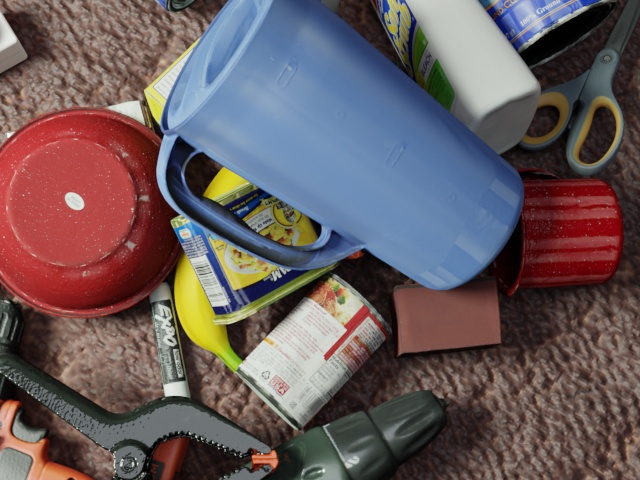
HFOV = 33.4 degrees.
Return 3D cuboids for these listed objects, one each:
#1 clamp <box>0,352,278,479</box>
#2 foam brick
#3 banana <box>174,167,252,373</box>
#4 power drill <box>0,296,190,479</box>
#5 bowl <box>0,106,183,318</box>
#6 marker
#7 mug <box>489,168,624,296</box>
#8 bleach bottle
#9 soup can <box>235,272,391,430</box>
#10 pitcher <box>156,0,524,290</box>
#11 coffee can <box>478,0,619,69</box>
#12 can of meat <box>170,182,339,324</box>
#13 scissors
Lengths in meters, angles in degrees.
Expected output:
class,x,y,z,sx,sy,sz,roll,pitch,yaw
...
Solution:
class,x,y,z,sx,sy,sz,roll,pitch,yaw
clamp,-0.135,0.165,0.731,0.210,0.036,0.164,5,75,-2
foam brick,0.094,0.060,0.814,0.078,0.053,0.051,-6,79,-3
banana,-0.072,0.000,0.830,0.069,0.037,0.198,18,80,-26
power drill,-0.195,0.147,0.783,0.187,0.057,0.184,14,78,2
bowl,-0.178,-0.024,0.780,0.162,0.055,0.162,0,84,-3
marker,-0.119,0.065,0.820,0.020,0.020,0.121,-11,79,-5
mug,0.176,-0.014,0.822,0.081,0.093,0.117,-2,42,-8
bleach bottle,0.078,-0.185,0.846,0.068,0.102,0.251,-25,69,-12
soup can,-0.005,0.083,0.797,0.068,0.068,0.102,43,80,6
pitcher,0.015,-0.059,0.736,0.242,0.149,0.145,34,39,-21
coffee can,0.156,-0.218,0.847,0.102,0.103,0.140,-27,81,-8
can of meat,-0.049,0.002,0.788,0.102,0.058,0.084,-29,98,-26
scissors,0.214,-0.141,0.876,0.096,0.016,0.201,4,62,19
